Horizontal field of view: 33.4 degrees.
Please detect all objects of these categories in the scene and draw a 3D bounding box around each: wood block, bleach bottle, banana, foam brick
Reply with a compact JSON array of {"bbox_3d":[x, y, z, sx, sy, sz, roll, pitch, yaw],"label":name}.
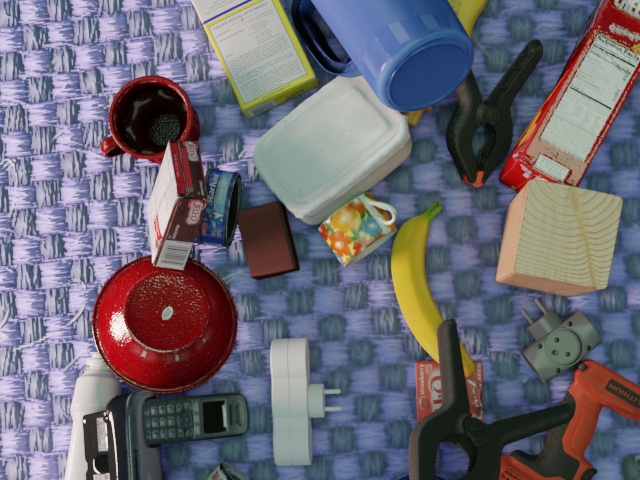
[{"bbox_3d":[0.236,0.003,1.084,0.090,0.206,0.091,11,86,5],"label":"wood block"},{"bbox_3d":[-0.251,0.250,1.171,0.068,0.102,0.251,4,77,-5],"label":"bleach bottle"},{"bbox_3d":[0.116,0.057,1.164,0.070,0.037,0.198,-17,75,26],"label":"banana"},{"bbox_3d":[-0.058,0.001,1.187,0.051,0.053,0.078,-14,83,3],"label":"foam brick"}]

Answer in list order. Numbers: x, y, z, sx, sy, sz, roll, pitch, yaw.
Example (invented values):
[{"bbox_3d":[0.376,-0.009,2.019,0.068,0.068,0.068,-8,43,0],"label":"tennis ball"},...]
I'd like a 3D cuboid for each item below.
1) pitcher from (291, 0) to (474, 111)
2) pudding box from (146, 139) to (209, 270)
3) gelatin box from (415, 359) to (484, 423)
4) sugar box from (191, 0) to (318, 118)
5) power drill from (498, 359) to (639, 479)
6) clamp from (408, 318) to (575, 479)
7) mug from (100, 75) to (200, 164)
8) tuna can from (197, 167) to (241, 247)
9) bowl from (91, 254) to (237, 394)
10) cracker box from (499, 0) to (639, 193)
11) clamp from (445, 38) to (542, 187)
[{"bbox_3d":[0.056,-0.245,1.120,0.145,0.149,0.243,-23,58,-5],"label":"pitcher"},{"bbox_3d":[-0.154,-0.038,1.142,0.039,0.114,0.090,7,45,-22],"label":"pudding box"},{"bbox_3d":[0.141,0.176,1.166,0.073,0.030,0.089,-1,85,5],"label":"gelatin box"},{"bbox_3d":[-0.080,-0.238,1.213,0.093,0.048,0.176,-25,80,3],"label":"sugar box"},{"bbox_3d":[0.292,0.236,1.135,0.184,0.057,0.187,32,89,6],"label":"power drill"},{"bbox_3d":[0.158,0.194,1.063,0.164,0.036,0.209,29,54,4],"label":"clamp"},{"bbox_3d":[-0.191,-0.124,1.194,0.117,0.081,0.093,-30,84,2],"label":"mug"},{"bbox_3d":[-0.111,-0.036,1.178,0.034,0.086,0.086,8,86,4],"label":"tuna can"},{"bbox_3d":[-0.169,0.084,1.165,0.162,0.055,0.162,3,72,-8],"label":"bowl"},{"bbox_3d":[0.272,-0.148,1.115,0.072,0.164,0.214,29,88,4],"label":"cracker box"},{"bbox_3d":[0.187,-0.146,1.168,0.120,0.039,0.171,-6,111,-14],"label":"clamp"}]
